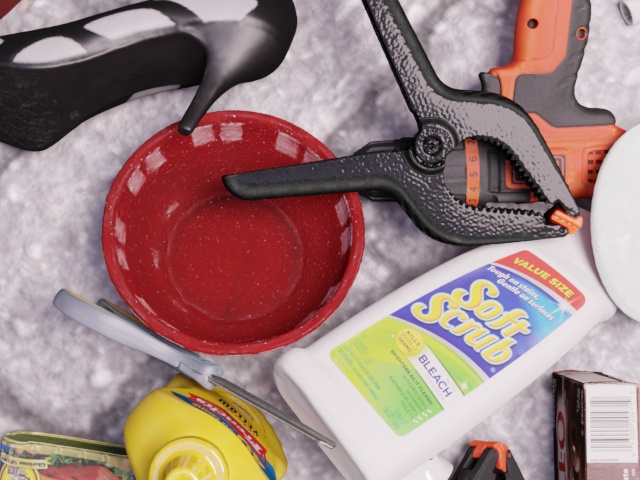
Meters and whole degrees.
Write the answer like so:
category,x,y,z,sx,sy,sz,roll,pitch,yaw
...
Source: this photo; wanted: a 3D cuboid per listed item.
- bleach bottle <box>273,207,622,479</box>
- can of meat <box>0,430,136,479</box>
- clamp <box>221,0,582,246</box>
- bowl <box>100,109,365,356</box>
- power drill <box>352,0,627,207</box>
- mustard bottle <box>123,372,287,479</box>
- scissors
category,x,y,z,sx,sy,sz,roll,pitch,yaw
bleach bottle,0.099,0.046,0.661,0.250,0.068,0.102,-35,74,-17
can of meat,-0.161,0.172,0.685,0.102,0.057,0.084,9,85,1
clamp,0.065,-0.068,0.639,0.210,0.036,0.164,22,97,0
bowl,-0.054,0.001,0.676,0.162,0.055,0.162,1,70,-3
power drill,0.107,-0.113,0.674,0.184,0.057,0.188,-2,102,0
mustard bottle,-0.067,0.124,0.616,0.096,0.191,0.058,43,89,2
scissors,-0.086,0.070,0.631,0.202,0.096,0.016,23,85,44
